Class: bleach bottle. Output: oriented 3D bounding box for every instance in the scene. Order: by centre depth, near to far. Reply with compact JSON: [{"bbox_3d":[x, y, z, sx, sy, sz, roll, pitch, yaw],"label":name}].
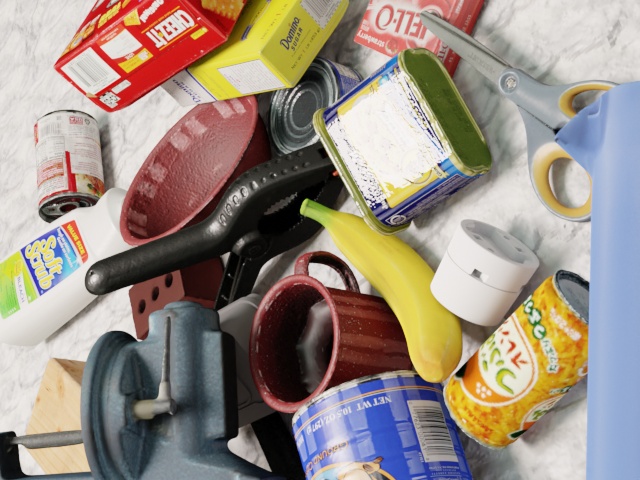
[{"bbox_3d":[-0.244,0.013,1.061,0.251,0.067,0.102,-35,57,36],"label":"bleach bottle"}]

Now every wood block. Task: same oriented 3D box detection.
[{"bbox_3d":[-0.162,0.184,0.901,0.206,0.090,0.090,28,102,48],"label":"wood block"}]

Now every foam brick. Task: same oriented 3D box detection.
[{"bbox_3d":[-0.122,0.049,0.919,0.078,0.051,0.053,-42,52,35],"label":"foam brick"}]

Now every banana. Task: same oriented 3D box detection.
[{"bbox_3d":[0.051,0.034,0.708,0.198,0.069,0.037,51,131,50],"label":"banana"}]

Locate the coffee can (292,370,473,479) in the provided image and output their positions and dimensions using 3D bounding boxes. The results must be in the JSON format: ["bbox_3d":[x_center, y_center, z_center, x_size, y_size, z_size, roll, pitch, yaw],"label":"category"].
[{"bbox_3d":[0.047,0.165,0.657,0.103,0.102,0.140,-39,53,36],"label":"coffee can"}]

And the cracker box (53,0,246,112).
[{"bbox_3d":[-0.114,-0.222,0.899,0.164,0.072,0.213,-22,35,42],"label":"cracker box"}]

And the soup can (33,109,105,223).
[{"bbox_3d":[-0.257,-0.074,1.092,0.069,0.068,0.102,-33,57,39],"label":"soup can"}]

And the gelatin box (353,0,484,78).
[{"bbox_3d":[0.071,-0.162,0.767,0.089,0.030,0.073,37,108,47],"label":"gelatin box"}]

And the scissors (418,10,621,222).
[{"bbox_3d":[0.123,-0.079,0.680,0.202,0.016,0.096,28,107,41],"label":"scissors"}]

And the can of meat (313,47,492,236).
[{"bbox_3d":[0.057,-0.068,0.723,0.084,0.057,0.102,-34,80,36],"label":"can of meat"}]

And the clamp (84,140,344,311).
[{"bbox_3d":[-0.055,0.001,0.821,0.210,0.164,0.036,-36,57,9],"label":"clamp"}]

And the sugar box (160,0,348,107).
[{"bbox_3d":[-0.061,-0.162,0.870,0.177,0.048,0.093,3,55,53],"label":"sugar box"}]

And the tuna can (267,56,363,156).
[{"bbox_3d":[-0.003,-0.099,0.833,0.086,0.033,0.086,-15,69,46],"label":"tuna can"}]

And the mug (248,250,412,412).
[{"bbox_3d":[0.009,0.064,0.743,0.093,0.081,0.117,-30,60,41],"label":"mug"}]

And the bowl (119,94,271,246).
[{"bbox_3d":[-0.093,-0.048,0.883,0.162,0.055,0.162,-34,34,26],"label":"bowl"}]

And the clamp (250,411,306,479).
[{"bbox_3d":[-0.018,0.205,0.773,0.172,0.039,0.120,27,107,56],"label":"clamp"}]
